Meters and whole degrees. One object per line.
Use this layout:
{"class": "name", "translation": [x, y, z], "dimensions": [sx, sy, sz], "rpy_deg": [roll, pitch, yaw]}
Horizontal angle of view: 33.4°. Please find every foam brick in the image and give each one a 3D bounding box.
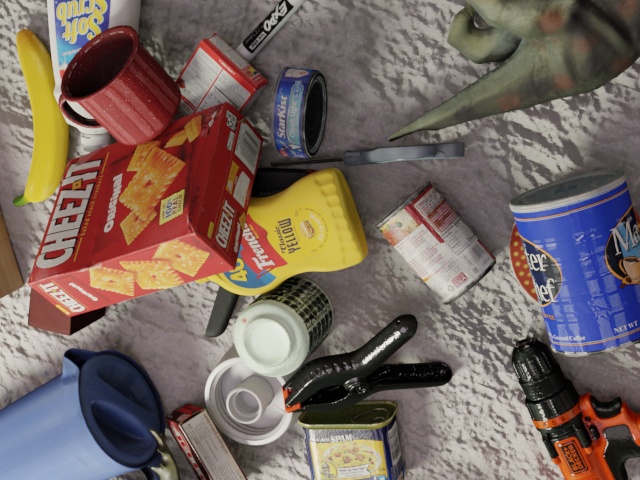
{"class": "foam brick", "translation": [-0.273, 0.063, 1.156], "dimensions": [0.051, 0.078, 0.053], "rpy_deg": [13, 107, 15]}

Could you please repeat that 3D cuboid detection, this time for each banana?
{"class": "banana", "translation": [-0.299, -0.122, 1.138], "dimensions": [0.070, 0.037, 0.198], "rpy_deg": [12, 107, 14]}

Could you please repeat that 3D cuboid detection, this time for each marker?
{"class": "marker", "translation": [-0.040, -0.219, 1.040], "dimensions": [0.020, 0.020, 0.121], "rpy_deg": [47, 112, 1]}

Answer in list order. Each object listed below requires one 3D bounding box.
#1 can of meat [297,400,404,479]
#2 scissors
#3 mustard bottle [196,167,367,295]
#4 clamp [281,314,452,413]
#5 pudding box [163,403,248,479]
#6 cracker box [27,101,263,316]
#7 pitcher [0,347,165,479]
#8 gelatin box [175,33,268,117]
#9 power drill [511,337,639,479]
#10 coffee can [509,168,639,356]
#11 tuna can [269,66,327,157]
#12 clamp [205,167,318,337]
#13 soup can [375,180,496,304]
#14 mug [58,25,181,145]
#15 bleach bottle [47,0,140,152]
{"class": "can of meat", "translation": [0.034, 0.216, 1.110], "dimensions": [0.102, 0.057, 0.084], "rpy_deg": [-4, 105, 19]}
{"class": "scissors", "translation": [0.035, -0.079, 1.017], "dimensions": [0.202, 0.096, 0.016], "rpy_deg": [-3, 93, 15]}
{"class": "mustard bottle", "translation": [-0.057, 0.001, 1.045], "dimensions": [0.192, 0.058, 0.096], "rpy_deg": [-18, 97, 14]}
{"class": "clamp", "translation": [0.038, 0.126, 1.051], "dimensions": [0.171, 0.039, 0.120], "rpy_deg": [-17, 134, 6]}
{"class": "pudding box", "translation": [-0.120, 0.232, 1.146], "dimensions": [0.039, 0.090, 0.113], "rpy_deg": [-33, 95, -18]}
{"class": "cracker box", "translation": [-0.170, -0.030, 1.035], "dimensions": [0.214, 0.164, 0.072], "rpy_deg": [-15, 138, 30]}
{"class": "pitcher", "translation": [-0.296, 0.234, 1.186], "dimensions": [0.243, 0.144, 0.149], "rpy_deg": [-27, 59, 25]}
{"class": "gelatin box", "translation": [-0.105, -0.149, 1.064], "dimensions": [0.073, 0.030, 0.089], "rpy_deg": [43, 128, 3]}
{"class": "power drill", "translation": [0.293, 0.152, 1.012], "dimensions": [0.188, 0.057, 0.184], "rpy_deg": [-23, 100, 24]}
{"class": "coffee can", "translation": [0.236, 0.019, 0.946], "dimensions": [0.103, 0.102, 0.140], "rpy_deg": [-15, 99, 20]}
{"class": "tuna can", "translation": [-0.020, -0.122, 1.023], "dimensions": [0.034, 0.086, 0.086], "rpy_deg": [7, 106, 14]}
{"class": "clamp", "translation": [-0.092, -0.018, 1.099], "dimensions": [0.210, 0.036, 0.164], "rpy_deg": [-40, 91, 20]}
{"class": "soup can", "translation": [0.112, 0.003, 1.024], "dimensions": [0.069, 0.068, 0.102], "rpy_deg": [-41, 90, 22]}
{"class": "mug", "translation": [-0.199, -0.141, 1.034], "dimensions": [0.117, 0.093, 0.081], "rpy_deg": [-23, 136, 21]}
{"class": "bleach bottle", "translation": [-0.223, -0.214, 1.078], "dimensions": [0.103, 0.068, 0.251], "rpy_deg": [6, 108, 14]}
